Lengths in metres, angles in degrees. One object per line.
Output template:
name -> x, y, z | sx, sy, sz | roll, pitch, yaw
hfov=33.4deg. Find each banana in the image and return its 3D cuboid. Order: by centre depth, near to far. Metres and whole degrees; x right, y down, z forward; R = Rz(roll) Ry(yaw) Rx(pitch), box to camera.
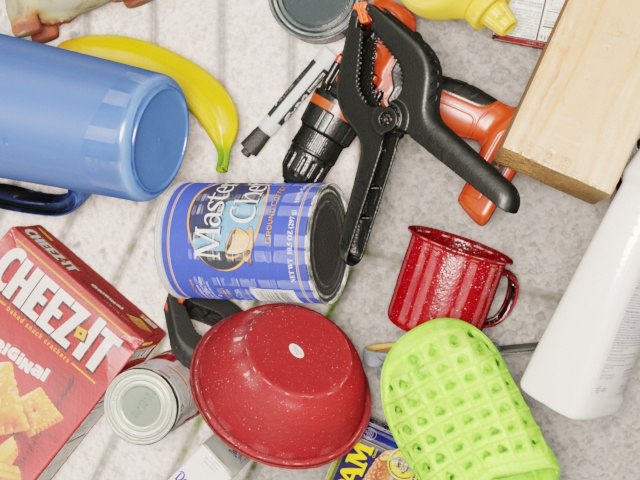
banana -> -0.143, -0.140, 0.955 | 0.198, 0.037, 0.069 | 34, 60, 12

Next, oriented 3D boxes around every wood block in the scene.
wood block -> 0.219, -0.142, 0.823 | 0.090, 0.091, 0.206 | 25, 89, 6

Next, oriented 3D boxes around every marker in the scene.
marker -> -0.029, -0.122, 0.954 | 0.020, 0.020, 0.121 | 43, 98, 6

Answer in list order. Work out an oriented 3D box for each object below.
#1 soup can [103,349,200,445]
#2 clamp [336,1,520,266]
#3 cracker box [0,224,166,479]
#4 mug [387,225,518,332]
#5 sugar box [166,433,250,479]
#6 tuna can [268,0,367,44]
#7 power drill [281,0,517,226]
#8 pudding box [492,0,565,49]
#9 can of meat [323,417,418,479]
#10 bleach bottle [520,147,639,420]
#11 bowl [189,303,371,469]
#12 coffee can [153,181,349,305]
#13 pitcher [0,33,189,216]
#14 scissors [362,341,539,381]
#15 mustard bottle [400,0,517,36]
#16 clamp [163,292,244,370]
soup can -> -0.142, 0.137, 0.942 | 0.068, 0.102, 0.068 | 1, 93, 11
clamp -> 0.056, -0.088, 0.864 | 0.165, 0.036, 0.210 | -27, 76, 31
cracker box -> -0.275, 0.118, 0.980 | 0.164, 0.072, 0.214 | 40, 97, 6
mug -> 0.116, 0.043, 0.907 | 0.117, 0.093, 0.081 | 12, 101, -27
sugar box -> -0.137, 0.244, 0.950 | 0.176, 0.093, 0.048 | -44, 85, 9
tuna can -> -0.002, -0.216, 0.938 | 0.086, 0.033, 0.086 | 0, 92, 10
power drill -> 0.078, -0.090, 0.916 | 0.188, 0.057, 0.184 | 31, 97, 7
pudding box -> 0.200, -0.217, 0.900 | 0.090, 0.039, 0.113 | 13, 96, 9
can of meat -> 0.048, 0.210, 0.935 | 0.084, 0.057, 0.102 | 23, 96, 6
bleach bottle -> 0.244, 0.016, 0.837 | 0.068, 0.102, 0.251 | 30, 106, 33
bowl -> -0.025, 0.107, 0.891 | 0.162, 0.161, 0.055 | 32, 135, 7
coffee can -> -0.056, 0.001, 0.908 | 0.140, 0.102, 0.103 | 1, 93, 21
pitcher -> -0.240, -0.099, 0.920 | 0.243, 0.149, 0.145 | 13, 81, 20
scissors -> 0.133, 0.100, 0.901 | 0.202, 0.096, 0.016 | -2, 102, 13
mustard bottle -> 0.094, -0.242, 0.890 | 0.096, 0.058, 0.192 | -42, 74, 8
clamp -> -0.079, 0.109, 0.934 | 0.171, 0.120, 0.039 | 32, 130, 11
